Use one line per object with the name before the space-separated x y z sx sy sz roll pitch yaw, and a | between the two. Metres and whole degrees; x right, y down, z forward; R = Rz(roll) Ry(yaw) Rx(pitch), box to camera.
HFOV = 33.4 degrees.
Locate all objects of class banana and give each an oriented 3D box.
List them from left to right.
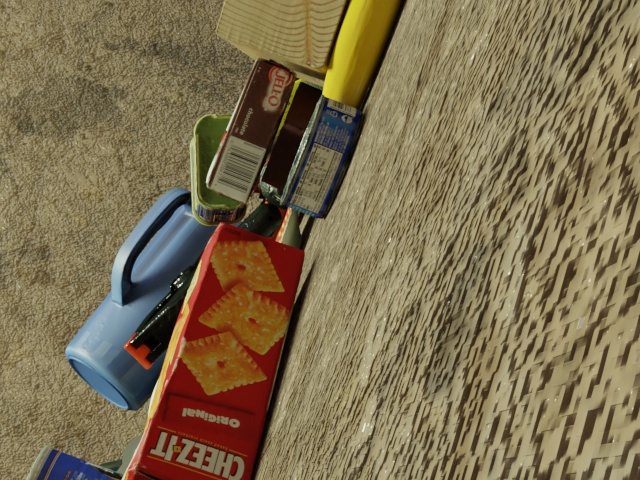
banana | 0.043 -0.175 0.811 0.069 0.037 0.198 70 -141 -76

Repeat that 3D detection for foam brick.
foam brick | -0.010 -0.079 0.870 0.078 0.051 0.053 116 174 -50

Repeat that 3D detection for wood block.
wood block | -0.012 -0.187 0.896 0.206 0.090 0.091 -16 -55 -83

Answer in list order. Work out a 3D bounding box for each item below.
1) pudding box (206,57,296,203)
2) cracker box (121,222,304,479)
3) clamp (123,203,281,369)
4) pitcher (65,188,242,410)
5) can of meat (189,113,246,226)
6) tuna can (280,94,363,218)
pudding box | -0.054 -0.090 0.871 0.090 0.039 0.113 -97 30 -84
cracker box | -0.080 0.119 0.693 0.213 0.072 0.164 -76 7 -49
clamp | -0.108 0.041 0.916 0.171 0.039 0.120 -47 4 -24
pitcher | -0.182 0.067 1.231 0.242 0.149 0.145 -51 3 -23
can of meat | -0.103 -0.072 1.081 0.084 0.057 0.102 128 139 -79
tuna can | 0.001 -0.060 0.774 0.086 0.033 0.086 -160 91 -85
